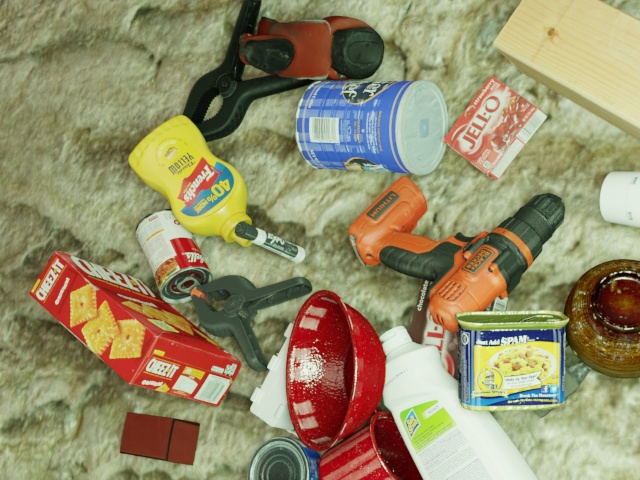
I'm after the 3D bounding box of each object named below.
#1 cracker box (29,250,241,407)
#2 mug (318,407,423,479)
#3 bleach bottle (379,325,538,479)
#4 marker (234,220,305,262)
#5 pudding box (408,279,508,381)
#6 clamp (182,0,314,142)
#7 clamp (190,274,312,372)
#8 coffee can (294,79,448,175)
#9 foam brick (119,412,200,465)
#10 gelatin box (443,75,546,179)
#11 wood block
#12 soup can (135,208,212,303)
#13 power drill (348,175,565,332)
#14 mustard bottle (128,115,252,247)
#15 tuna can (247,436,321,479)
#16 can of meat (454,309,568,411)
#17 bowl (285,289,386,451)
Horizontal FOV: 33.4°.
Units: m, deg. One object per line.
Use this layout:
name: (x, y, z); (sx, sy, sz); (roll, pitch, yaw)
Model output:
cracker box: (-0.218, 0.104, 1.268); (0.214, 0.164, 0.072); (34, 93, 37)
mug: (0.050, 0.225, 1.096); (0.082, 0.093, 0.117); (-37, 44, 25)
bleach bottle: (0.134, 0.191, 1.032); (0.103, 0.067, 0.251); (-41, 66, 27)
marker: (-0.058, 0.001, 1.217); (0.020, 0.121, 0.020); (-11, 69, 31)
pudding box: (0.137, 0.101, 1.102); (0.090, 0.039, 0.113); (12, 82, 36)
clamp: (-0.104, -0.193, 1.364); (0.210, 0.036, 0.165); (-50, 56, 14)
clamp: (-0.095, 0.092, 1.254); (0.172, 0.039, 0.120); (2, 55, 43)
coffee can: (0.057, -0.127, 1.191); (0.141, 0.102, 0.103); (6, 78, 36)
foam brick: (-0.192, 0.237, 1.277); (0.078, 0.052, 0.051); (1, 75, 35)
gelatin box: (0.186, -0.120, 1.145); (0.089, 0.030, 0.073); (-53, 54, 9)
wood block: (0.287, -0.173, 1.056); (0.206, 0.090, 0.091); (40, 100, 36)
soup can: (-0.184, 0.019, 1.332); (0.069, 0.068, 0.102); (-41, 56, 17)
power drill: (0.135, -0.005, 1.104); (0.184, 0.057, 0.188); (-43, 41, -20)
mustard bottle: (-0.147, -0.063, 1.323); (0.096, 0.058, 0.192); (-40, 69, -9)
tuna can: (-0.038, 0.260, 1.175); (0.086, 0.033, 0.086); (-11, 69, 31)
can of meat: (0.177, 0.111, 0.990); (0.102, 0.057, 0.084); (-1, 97, -1)
bowl: (0.021, 0.132, 1.079); (0.162, 0.055, 0.162); (-24, 63, 61)
